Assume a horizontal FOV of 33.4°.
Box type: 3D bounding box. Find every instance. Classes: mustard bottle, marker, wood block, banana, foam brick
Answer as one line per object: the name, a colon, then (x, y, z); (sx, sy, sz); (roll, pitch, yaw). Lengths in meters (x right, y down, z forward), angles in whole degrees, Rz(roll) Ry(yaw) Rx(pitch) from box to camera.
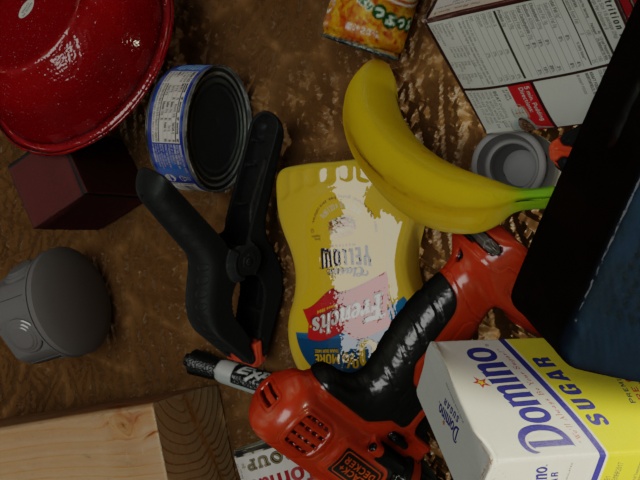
mustard bottle: (0.025, 0.044, 0.689); (0.096, 0.058, 0.191); (-4, 90, 18)
marker: (-0.042, 0.099, 0.741); (0.121, 0.020, 0.020); (14, 97, 23)
wood block: (-0.174, 0.166, 0.763); (0.206, 0.090, 0.091); (-12, 86, 23)
banana: (0.054, -0.053, 0.631); (0.198, 0.069, 0.037); (49, 148, 47)
foam brick: (-0.172, -0.042, 0.764); (0.051, 0.078, 0.053); (-31, 77, 22)

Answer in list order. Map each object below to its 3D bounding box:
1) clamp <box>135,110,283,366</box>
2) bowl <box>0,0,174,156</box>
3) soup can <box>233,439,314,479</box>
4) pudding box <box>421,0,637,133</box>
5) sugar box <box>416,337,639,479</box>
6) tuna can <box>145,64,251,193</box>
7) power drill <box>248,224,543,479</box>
clamp: (-0.055, 0.001, 0.708); (0.039, 0.120, 0.171); (23, 137, 41)
bowl: (-0.179, -0.141, 0.717); (0.162, 0.055, 0.162); (-11, 66, 26)
soup can: (-0.012, 0.178, 0.704); (0.069, 0.068, 0.102); (-20, 82, 23)
pudding box: (0.124, -0.105, 0.575); (0.114, 0.039, 0.090); (-5, 134, 38)
sugar box: (0.149, 0.093, 0.569); (0.176, 0.093, 0.048); (1, 123, -16)
tuna can: (-0.081, -0.075, 0.719); (0.034, 0.086, 0.086); (5, 93, 25)
power drill: (0.076, 0.090, 0.636); (0.188, 0.184, 0.057); (-47, 33, 4)
